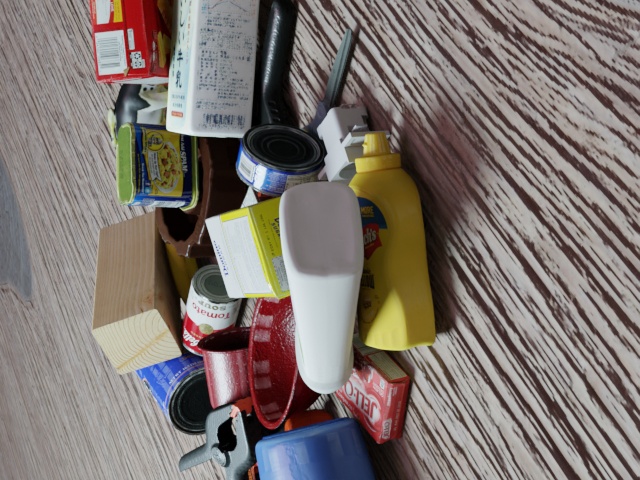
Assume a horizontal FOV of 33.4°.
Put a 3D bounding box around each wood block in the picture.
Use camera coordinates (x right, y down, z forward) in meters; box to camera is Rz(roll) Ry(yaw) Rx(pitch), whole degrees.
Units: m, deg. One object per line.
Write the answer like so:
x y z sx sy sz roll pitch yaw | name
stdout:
-0.242 0.066 1.424 0.206 0.091 0.090 -101 -9 -51 | wood block

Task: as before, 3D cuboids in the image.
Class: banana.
-0.188 0.020 1.442 0.069 0.037 0.198 88 165 -69 | banana

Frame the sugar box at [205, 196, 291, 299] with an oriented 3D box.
-0.066 0.010 1.084 0.176 0.048 0.093 176 77 -73 | sugar box

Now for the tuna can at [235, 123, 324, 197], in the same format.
-0.039 -0.081 1.059 0.086 0.086 0.034 55 142 41 | tuna can

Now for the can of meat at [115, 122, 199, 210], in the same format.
-0.194 -0.089 1.266 0.058 0.083 0.102 -12 78 58 | can of meat

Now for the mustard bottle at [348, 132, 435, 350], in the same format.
0.059 -0.001 0.960 0.096 0.058 0.191 -175 79 -69 | mustard bottle

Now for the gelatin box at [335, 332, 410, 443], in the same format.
0.050 0.144 1.049 0.089 0.030 0.073 45 136 49 | gelatin box

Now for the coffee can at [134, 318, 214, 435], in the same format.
-0.181 0.179 1.420 0.140 0.102 0.103 40 131 52 | coffee can

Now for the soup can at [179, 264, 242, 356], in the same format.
-0.137 0.088 1.347 0.068 0.068 0.102 59 145 37 | soup can

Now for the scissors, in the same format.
0.010 -0.110 1.068 0.096 0.016 0.202 67 150 22 | scissors

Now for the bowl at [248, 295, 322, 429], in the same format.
-0.028 0.121 1.143 0.162 0.055 0.162 -176 90 -69 | bowl

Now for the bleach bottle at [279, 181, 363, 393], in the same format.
0.002 0.061 0.971 0.251 0.068 0.102 89 176 -56 | bleach bottle

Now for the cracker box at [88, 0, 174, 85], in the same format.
-0.189 -0.263 1.222 0.213 0.072 0.164 -26 -68 -73 | cracker box

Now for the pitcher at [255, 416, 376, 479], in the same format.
0.010 0.302 1.041 0.149 0.144 0.243 -28 74 60 | pitcher

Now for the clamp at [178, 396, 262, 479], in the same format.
-0.115 0.243 1.242 0.120 0.039 0.171 26 121 26 | clamp

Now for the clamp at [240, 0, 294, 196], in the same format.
-0.061 -0.155 1.167 0.165 0.036 0.210 -22 74 63 | clamp

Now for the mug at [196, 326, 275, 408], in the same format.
-0.088 0.156 1.258 0.117 0.093 0.081 8 109 50 | mug
